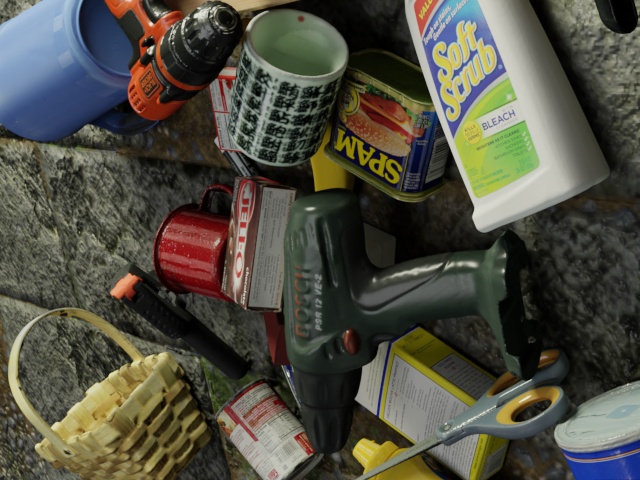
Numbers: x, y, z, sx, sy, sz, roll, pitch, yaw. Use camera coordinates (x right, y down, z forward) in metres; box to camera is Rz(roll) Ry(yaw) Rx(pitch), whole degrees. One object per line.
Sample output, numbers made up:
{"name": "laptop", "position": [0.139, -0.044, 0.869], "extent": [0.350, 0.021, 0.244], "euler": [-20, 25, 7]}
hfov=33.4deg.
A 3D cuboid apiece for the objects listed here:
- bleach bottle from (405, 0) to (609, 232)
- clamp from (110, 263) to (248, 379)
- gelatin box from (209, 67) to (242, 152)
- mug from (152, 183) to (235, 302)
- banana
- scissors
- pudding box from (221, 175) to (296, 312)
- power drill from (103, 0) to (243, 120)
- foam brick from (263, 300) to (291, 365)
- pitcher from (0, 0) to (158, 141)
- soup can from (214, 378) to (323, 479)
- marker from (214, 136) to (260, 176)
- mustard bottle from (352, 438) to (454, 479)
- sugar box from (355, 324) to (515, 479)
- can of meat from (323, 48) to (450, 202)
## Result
{"name": "bleach bottle", "position": [0.106, -0.138, 0.749], "extent": [0.103, 0.067, 0.251], "euler": [-26, 89, 49]}
{"name": "clamp", "position": [-0.151, 0.076, 1.094], "extent": [0.165, 0.036, 0.210], "euler": [43, 179, 14]}
{"name": "gelatin box", "position": [-0.059, -0.117, 0.966], "extent": [0.089, 0.030, 0.073], "euler": [10, 119, 41]}
{"name": "mug", "position": [-0.101, 0.003, 1.046], "extent": [0.082, 0.093, 0.117], "euler": [11, 91, 39]}
{"name": "banana", "position": [-0.013, -0.098, 0.905], "extent": [0.070, 0.037, 0.198], "euler": [-11, 110, 22]}
{"name": "scissors", "position": [0.110, 0.151, 0.819], "extent": [0.016, 0.202, 0.096], "euler": [52, -176, -16]}
{"name": "pudding box", "position": [-0.056, 0.001, 0.957], "extent": [0.090, 0.039, 0.113], "euler": [-157, 71, -71]}
{"name": "power drill", "position": [-0.138, -0.199, 0.833], "extent": [0.185, 0.057, 0.187], "euler": [-26, 90, 60]}
{"name": "foam brick", "position": [-0.022, 0.072, 0.989], "extent": [0.078, 0.053, 0.051], "euler": [-107, 21, -51]}
{"name": "pitcher", "position": [-0.222, -0.171, 1.021], "extent": [0.243, 0.149, 0.145], "euler": [-6, 98, 58]}
{"name": "soup can", "position": [-0.053, 0.204, 1.114], "extent": [0.102, 0.068, 0.069], "euler": [48, 139, 17]}
{"name": "marker", "position": [-0.061, -0.051, 1.016], "extent": [0.121, 0.020, 0.020], "euler": [56, 141, 8]}
{"name": "mustard bottle", "position": [0.108, 0.234, 0.927], "extent": [0.192, 0.058, 0.096], "euler": [32, 170, 22]}
{"name": "sugar box", "position": [0.087, 0.128, 0.935], "extent": [0.176, 0.048, 0.093], "euler": [36, 135, 34]}
{"name": "can of meat", "position": [0.056, -0.092, 0.834], "extent": [0.102, 0.057, 0.084], "euler": [34, 131, 31]}
